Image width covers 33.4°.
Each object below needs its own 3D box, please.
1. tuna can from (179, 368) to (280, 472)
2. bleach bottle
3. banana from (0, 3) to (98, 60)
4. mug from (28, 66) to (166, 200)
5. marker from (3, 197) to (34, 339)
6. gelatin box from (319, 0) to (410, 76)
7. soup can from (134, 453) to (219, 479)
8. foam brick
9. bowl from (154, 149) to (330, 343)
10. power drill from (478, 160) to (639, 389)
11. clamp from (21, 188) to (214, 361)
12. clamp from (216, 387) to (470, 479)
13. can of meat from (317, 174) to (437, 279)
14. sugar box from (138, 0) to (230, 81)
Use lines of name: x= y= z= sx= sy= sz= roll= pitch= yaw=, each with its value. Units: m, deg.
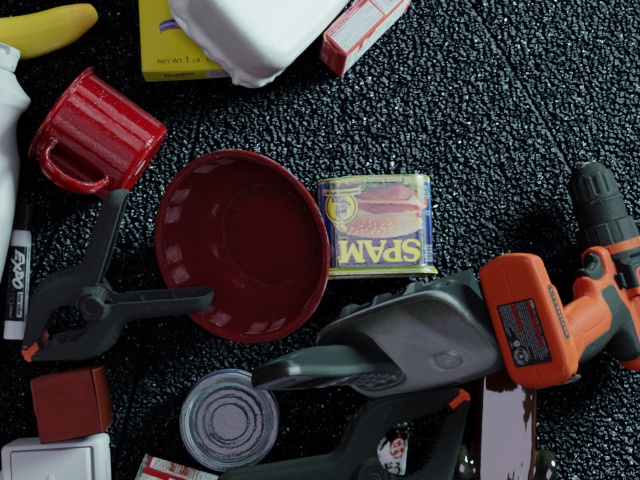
tuna can: x=-0.077 y=0.153 z=0.905 sx=0.086 sy=0.034 sz=0.086 roll=0 pitch=86 yaw=-3
bleach bottle: x=-0.291 y=-0.040 z=0.883 sx=0.102 sy=0.068 sz=0.251 roll=17 pitch=89 yaw=0
banana: x=-0.292 y=-0.185 z=0.907 sx=0.197 sy=0.037 sz=0.070 roll=11 pitch=117 yaw=-7
mug: x=-0.185 y=-0.077 z=0.879 sx=0.081 sy=0.117 sz=0.093 roll=35 pitch=125 yaw=-5
marker: x=-0.258 y=0.024 z=0.912 sx=0.020 sy=0.020 sz=0.121 roll=2 pitch=86 yaw=-3
gelatin box: x=0.039 y=-0.187 z=0.912 sx=0.089 sy=0.073 sz=0.030 roll=-45 pitch=89 yaw=-4
soup can: x=-0.107 y=0.225 z=0.882 sx=0.102 sy=0.068 sz=0.068 roll=18 pitch=86 yaw=-2
foam brick: x=-0.203 y=0.134 z=0.879 sx=0.051 sy=0.078 sz=0.053 roll=-9 pitch=87 yaw=-5
bowl: x=-0.056 y=0.001 z=0.886 sx=0.162 sy=0.055 sz=0.162 roll=6 pitch=105 yaw=24
power drill: x=0.209 y=0.032 z=0.867 sx=0.187 sy=0.057 sz=0.184 roll=-14 pitch=84 yaw=-44
clamp: x=-0.186 y=0.037 z=0.878 sx=0.171 sy=0.039 sz=0.120 roll=-28 pitch=98 yaw=13
clamp: x=0.044 y=0.200 z=0.849 sx=0.210 sy=0.036 sz=0.164 roll=-35 pitch=88 yaw=-6
can of meat: x=0.046 y=-0.011 z=0.911 sx=0.102 sy=0.057 sz=0.084 roll=-1 pitch=84 yaw=-3
sugar box: x=-0.112 y=-0.229 z=0.922 sx=0.093 sy=0.048 sz=0.176 roll=-4 pitch=88 yaw=-4
